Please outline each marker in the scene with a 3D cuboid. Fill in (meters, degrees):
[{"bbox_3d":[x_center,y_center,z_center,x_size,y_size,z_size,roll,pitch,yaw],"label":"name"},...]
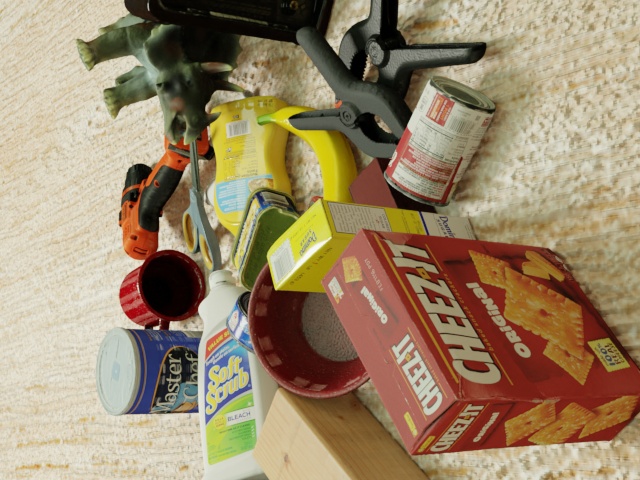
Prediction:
[{"bbox_3d":[-0.118,-0.141,1.330,0.121,0.020,0.020,-48,50,39],"label":"marker"}]

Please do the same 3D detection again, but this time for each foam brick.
[{"bbox_3d":[0.071,-0.034,1.039,0.051,0.052,0.078,-47,50,39],"label":"foam brick"}]

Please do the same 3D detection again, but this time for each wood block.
[{"bbox_3d":[0.029,0.236,1.030,0.206,0.090,0.091,44,121,46],"label":"wood block"}]

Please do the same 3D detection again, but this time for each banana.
[{"bbox_3d":[0.000,-0.090,1.139,0.070,0.037,0.198,-42,49,10],"label":"banana"}]

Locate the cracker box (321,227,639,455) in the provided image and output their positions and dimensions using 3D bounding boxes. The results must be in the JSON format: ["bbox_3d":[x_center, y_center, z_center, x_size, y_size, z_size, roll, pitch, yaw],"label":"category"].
[{"bbox_3d":[0.129,0.074,0.813,0.072,0.213,0.164,-56,45,32],"label":"cracker box"}]

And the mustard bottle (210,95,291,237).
[{"bbox_3d":[-0.079,-0.065,1.233,0.096,0.058,0.191,-7,79,28],"label":"mustard bottle"}]

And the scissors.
[{"bbox_3d":[-0.141,-0.037,1.293,0.096,0.016,0.202,56,153,25],"label":"scissors"}]

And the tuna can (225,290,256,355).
[{"bbox_3d":[-0.058,0.092,1.167,0.086,0.085,0.034,51,123,43],"label":"tuna can"}]

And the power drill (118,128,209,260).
[{"bbox_3d":[-0.208,-0.092,1.393,0.188,0.057,0.184,-59,28,32],"label":"power drill"}]

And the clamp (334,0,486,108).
[{"bbox_3d":[0.063,-0.201,1.053,0.210,0.036,0.164,-39,75,54],"label":"clamp"}]

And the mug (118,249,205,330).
[{"bbox_3d":[-0.206,0.077,1.362,0.082,0.093,0.117,-25,62,54],"label":"mug"}]

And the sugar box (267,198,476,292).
[{"bbox_3d":[0.049,0.011,0.959,0.093,0.175,0.048,-43,51,42],"label":"sugar box"}]

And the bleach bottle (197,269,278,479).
[{"bbox_3d":[-0.101,0.155,1.221,0.103,0.068,0.251,-22,64,20],"label":"bleach bottle"}]

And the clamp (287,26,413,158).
[{"bbox_3d":[0.031,-0.126,1.076,0.172,0.039,0.120,41,147,20],"label":"clamp"}]

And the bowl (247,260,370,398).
[{"bbox_3d":[0.009,0.077,1.074,0.162,0.055,0.162,-3,83,24],"label":"bowl"}]

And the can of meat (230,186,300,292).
[{"bbox_3d":[-0.058,0.001,1.157,0.084,0.057,0.102,-119,46,-72],"label":"can of meat"}]

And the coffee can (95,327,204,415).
[{"bbox_3d":[-0.183,0.157,1.278,0.103,0.140,0.103,-10,78,52],"label":"coffee can"}]

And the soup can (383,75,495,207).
[{"bbox_3d":[0.110,-0.091,0.982,0.069,0.068,0.102,49,123,44],"label":"soup can"}]
